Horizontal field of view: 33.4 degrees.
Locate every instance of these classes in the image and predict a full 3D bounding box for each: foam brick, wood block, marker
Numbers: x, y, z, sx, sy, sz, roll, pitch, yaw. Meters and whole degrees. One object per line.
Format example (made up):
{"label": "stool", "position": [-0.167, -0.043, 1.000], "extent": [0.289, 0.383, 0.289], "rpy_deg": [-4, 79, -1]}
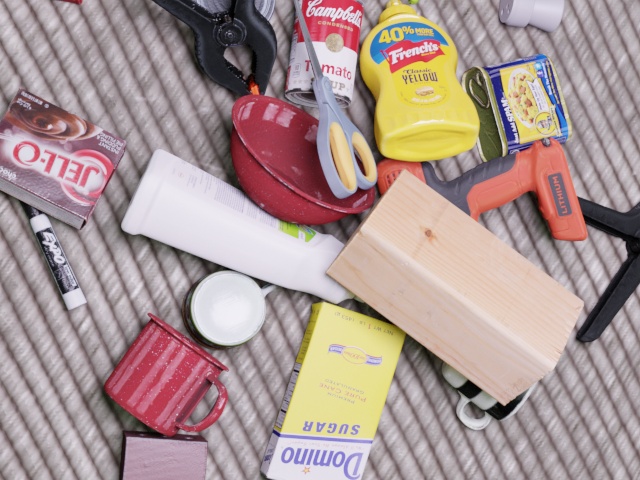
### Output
{"label": "foam brick", "position": [-0.146, 0.207, 0.995], "extent": [0.078, 0.053, 0.051], "rpy_deg": [6, 84, -13]}
{"label": "wood block", "position": [0.123, 0.043, 0.975], "extent": [0.206, 0.090, 0.090], "rpy_deg": [37, 51, 0]}
{"label": "marker", "position": [-0.253, 0.007, 1.004], "extent": [0.020, 0.020, 0.121], "rpy_deg": [-24, 91, -14]}

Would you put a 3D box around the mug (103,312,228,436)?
{"label": "mug", "position": [-0.136, 0.131, 0.979], "extent": [0.117, 0.093, 0.081], "rpy_deg": [32, 83, 26]}

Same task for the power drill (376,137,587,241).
{"label": "power drill", "position": [0.161, -0.013, 1.050], "extent": [0.188, 0.057, 0.184], "rpy_deg": [-15, 98, 9]}

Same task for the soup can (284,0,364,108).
{"label": "soup can", "position": [0.004, -0.187, 1.053], "extent": [0.068, 0.068, 0.102], "rpy_deg": [9, 84, -12]}

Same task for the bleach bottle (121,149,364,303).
{"label": "bleach bottle", "position": [-0.057, 0.001, 1.008], "extent": [0.250, 0.102, 0.068], "rpy_deg": [25, 111, -11]}

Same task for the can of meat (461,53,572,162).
{"label": "can of meat", "position": [0.203, -0.137, 1.099], "extent": [0.083, 0.057, 0.102], "rpy_deg": [-15, 89, -16]}

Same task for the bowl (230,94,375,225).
{"label": "bowl", "position": [-0.028, -0.066, 1.015], "extent": [0.162, 0.162, 0.055], "rpy_deg": [35, 117, -8]}

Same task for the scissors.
{"label": "scissors", "position": [0.014, -0.131, 1.003], "extent": [0.016, 0.096, 0.202], "rpy_deg": [-20, 69, 29]}

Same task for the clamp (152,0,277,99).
{"label": "clamp", "position": [-0.080, -0.209, 1.001], "extent": [0.120, 0.039, 0.171], "rpy_deg": [-23, 132, 13]}

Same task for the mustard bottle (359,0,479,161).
{"label": "mustard bottle", "position": [0.089, -0.166, 1.045], "extent": [0.096, 0.058, 0.191], "rpy_deg": [-7, 54, -4]}

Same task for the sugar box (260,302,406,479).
{"label": "sugar box", "position": [0.013, 0.157, 1.038], "extent": [0.093, 0.048, 0.176], "rpy_deg": [18, 81, -11]}

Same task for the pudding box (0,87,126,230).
{"label": "pudding box", "position": [-0.250, -0.075, 0.991], "extent": [0.113, 0.039, 0.090], "rpy_deg": [26, 64, -9]}
